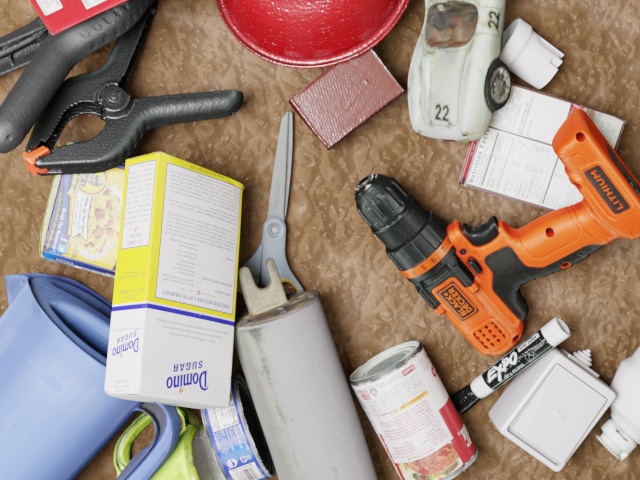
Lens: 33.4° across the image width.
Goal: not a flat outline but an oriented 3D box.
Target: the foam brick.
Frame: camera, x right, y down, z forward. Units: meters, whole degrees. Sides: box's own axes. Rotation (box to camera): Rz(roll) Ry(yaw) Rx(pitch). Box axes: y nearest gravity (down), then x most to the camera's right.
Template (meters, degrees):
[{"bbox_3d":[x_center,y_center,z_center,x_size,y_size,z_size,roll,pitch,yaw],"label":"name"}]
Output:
[{"bbox_3d":[0.020,-0.113,0.844,0.078,0.053,0.051,-37,95,3],"label":"foam brick"}]

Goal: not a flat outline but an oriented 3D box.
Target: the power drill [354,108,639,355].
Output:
[{"bbox_3d":[0.143,-0.018,0.823,0.188,0.057,0.184,-35,108,25],"label":"power drill"}]

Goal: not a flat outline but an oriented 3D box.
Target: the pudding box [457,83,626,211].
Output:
[{"bbox_3d":[0.177,-0.072,0.858,0.113,0.039,0.090,17,98,0],"label":"pudding box"}]

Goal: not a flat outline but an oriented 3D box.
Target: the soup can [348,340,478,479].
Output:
[{"bbox_3d":[0.075,0.141,0.864,0.068,0.068,0.102,-28,95,2],"label":"soup can"}]

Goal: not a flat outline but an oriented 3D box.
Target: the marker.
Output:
[{"bbox_3d":[0.150,0.104,0.867,0.020,0.020,0.121,46,115,-5],"label":"marker"}]

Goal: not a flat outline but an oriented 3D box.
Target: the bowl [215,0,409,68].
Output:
[{"bbox_3d":[-0.010,-0.215,0.806,0.162,0.055,0.162,-2,78,10],"label":"bowl"}]

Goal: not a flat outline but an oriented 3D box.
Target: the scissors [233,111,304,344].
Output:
[{"bbox_3d":[-0.056,0.001,0.873,0.096,0.016,0.202,-9,96,-2],"label":"scissors"}]

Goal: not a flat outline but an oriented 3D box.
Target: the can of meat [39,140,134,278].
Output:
[{"bbox_3d":[-0.170,-0.022,0.849,0.084,0.057,0.102,15,95,0],"label":"can of meat"}]

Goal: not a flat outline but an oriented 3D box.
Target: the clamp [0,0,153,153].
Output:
[{"bbox_3d":[-0.192,-0.152,0.805,0.210,0.165,0.036,-38,130,-5],"label":"clamp"}]

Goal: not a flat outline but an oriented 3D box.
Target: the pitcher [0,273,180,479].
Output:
[{"bbox_3d":[-0.234,0.159,0.832,0.144,0.149,0.243,34,100,-39],"label":"pitcher"}]

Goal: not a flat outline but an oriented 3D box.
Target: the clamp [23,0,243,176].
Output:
[{"bbox_3d":[-0.147,-0.100,0.820,0.120,0.039,0.171,39,74,12],"label":"clamp"}]

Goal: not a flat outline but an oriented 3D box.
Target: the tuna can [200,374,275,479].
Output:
[{"bbox_3d":[-0.066,0.153,0.854,0.034,0.086,0.086,-20,96,3],"label":"tuna can"}]

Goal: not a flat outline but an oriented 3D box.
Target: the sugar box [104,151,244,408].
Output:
[{"bbox_3d":[-0.106,0.032,0.789,0.048,0.093,0.176,-5,74,40],"label":"sugar box"}]
